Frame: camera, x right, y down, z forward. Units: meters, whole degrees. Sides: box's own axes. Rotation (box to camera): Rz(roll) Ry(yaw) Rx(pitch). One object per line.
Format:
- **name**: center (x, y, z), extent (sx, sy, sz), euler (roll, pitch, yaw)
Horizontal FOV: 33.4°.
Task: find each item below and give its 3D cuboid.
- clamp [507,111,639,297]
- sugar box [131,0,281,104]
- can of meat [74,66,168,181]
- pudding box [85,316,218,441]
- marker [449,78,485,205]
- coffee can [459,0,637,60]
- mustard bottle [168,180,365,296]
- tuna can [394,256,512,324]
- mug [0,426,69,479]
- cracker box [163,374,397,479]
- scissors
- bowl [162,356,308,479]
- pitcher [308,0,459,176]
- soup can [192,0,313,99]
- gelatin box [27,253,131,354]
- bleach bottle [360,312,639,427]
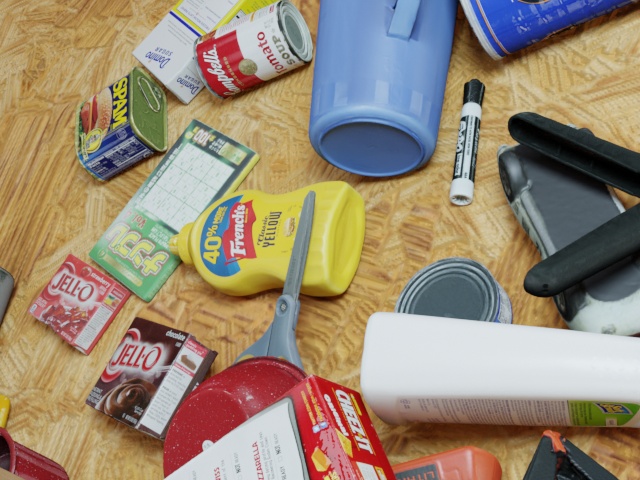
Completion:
- **clamp**: center (0.226, -0.021, 0.709), extent (0.210, 0.036, 0.164), euler (5, 49, 10)
- **sugar box**: center (-0.115, -0.237, 1.150), extent (0.176, 0.048, 0.093), euler (-48, 46, 3)
- **can of meat**: center (-0.212, -0.122, 1.133), extent (0.084, 0.057, 0.102), euler (-26, 48, 22)
- **pudding box**: center (-0.147, 0.118, 0.920), extent (0.114, 0.039, 0.090), euler (8, 66, 54)
- **marker**: center (0.124, -0.085, 0.895), extent (0.020, 0.020, 0.121), euler (-8, 57, 31)
- **coffee can**: center (0.191, -0.223, 0.882), extent (0.140, 0.102, 0.103), euler (-20, 51, 23)
- **mustard bottle**: center (-0.056, 0.001, 0.937), extent (0.192, 0.058, 0.096), euler (-3, 66, 35)
- **tuna can**: center (0.100, 0.058, 0.805), extent (0.086, 0.033, 0.086), euler (-18, 52, 25)
- **mug**: center (-0.281, 0.215, 0.935), extent (0.117, 0.081, 0.093), euler (20, 73, 42)
- **cracker box**: center (-0.040, 0.215, 0.695), extent (0.214, 0.072, 0.164), euler (-38, 54, 18)
- **scissors**: center (-0.041, 0.064, 0.872), extent (0.096, 0.016, 0.202), euler (-10, 74, 41)
- **bowl**: center (-0.069, 0.163, 0.815), extent (0.162, 0.055, 0.162), euler (-14, 66, 34)
- **pitcher**: center (0.059, -0.187, 0.928), extent (0.145, 0.149, 0.243), euler (-9, 59, 31)
- **soup can**: center (-0.067, -0.191, 1.067), extent (0.102, 0.068, 0.068), euler (-19, 52, 24)
- **gelatin box**: center (-0.237, 0.060, 1.044), extent (0.089, 0.030, 0.073), euler (26, 78, 43)
- **bleach bottle**: center (0.158, 0.091, 0.695), extent (0.251, 0.102, 0.068), euler (2, 69, 17)
